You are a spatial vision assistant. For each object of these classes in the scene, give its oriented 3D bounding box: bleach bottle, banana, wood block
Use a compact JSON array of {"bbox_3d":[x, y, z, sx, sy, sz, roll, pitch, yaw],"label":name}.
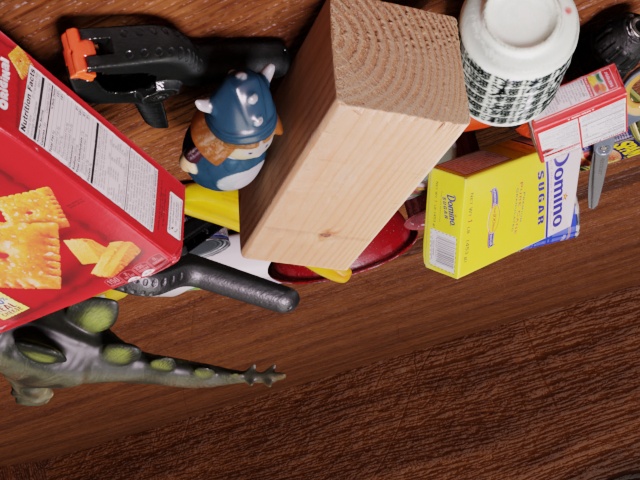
[{"bbox_3d":[-0.105,0.024,1.193,0.250,0.068,0.103,-7,169,-19],"label":"bleach bottle"},{"bbox_3d":[-0.061,-0.012,0.999,0.197,0.069,0.037,21,127,-22],"label":"banana"},{"bbox_3d":[0.014,-0.067,0.745,0.090,0.090,0.206,8,150,-19],"label":"wood block"}]

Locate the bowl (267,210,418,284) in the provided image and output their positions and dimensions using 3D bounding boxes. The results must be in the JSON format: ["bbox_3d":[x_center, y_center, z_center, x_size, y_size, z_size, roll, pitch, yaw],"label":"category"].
[{"bbox_3d":[0.016,-0.012,1.095,0.162,0.055,0.162,-15,-162,5],"label":"bowl"}]

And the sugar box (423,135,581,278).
[{"bbox_3d":[0.163,-0.037,0.938,0.175,0.093,0.048,-20,-148,-39],"label":"sugar box"}]

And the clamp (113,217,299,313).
[{"bbox_3d":[-0.130,0.021,0.968,0.209,0.165,0.036,-6,125,-38],"label":"clamp"}]

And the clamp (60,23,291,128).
[{"bbox_3d":[-0.111,-0.104,0.686,0.120,0.039,0.171,-29,164,33],"label":"clamp"}]

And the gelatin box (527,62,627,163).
[{"bbox_3d":[0.197,-0.096,0.823,0.073,0.030,0.089,-22,163,10],"label":"gelatin box"}]

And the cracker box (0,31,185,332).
[{"bbox_3d":[-0.210,-0.032,0.646,0.164,0.072,0.213,-20,143,23],"label":"cracker box"}]
